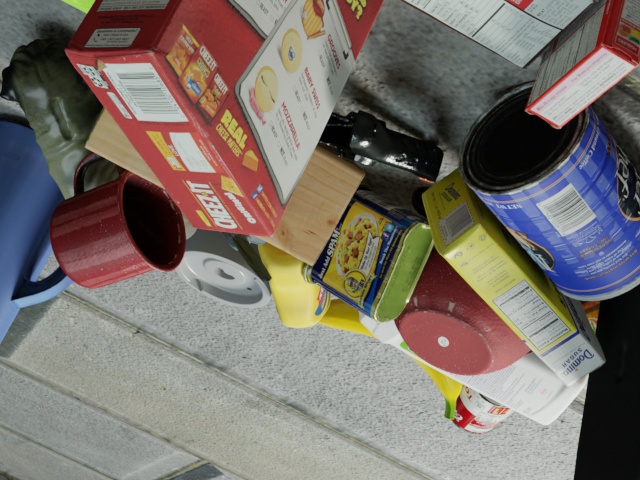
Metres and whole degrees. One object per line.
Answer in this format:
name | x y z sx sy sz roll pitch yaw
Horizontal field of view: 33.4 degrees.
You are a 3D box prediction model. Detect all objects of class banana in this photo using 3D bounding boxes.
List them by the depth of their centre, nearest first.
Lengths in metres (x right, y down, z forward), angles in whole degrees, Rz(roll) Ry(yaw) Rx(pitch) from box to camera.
banana | 0.083 0.111 1.151 0.198 0.069 0.037 37 180 2

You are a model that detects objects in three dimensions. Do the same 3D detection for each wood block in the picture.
wood block | -0.079 -0.073 0.878 0.206 0.090 0.091 28 -172 -13

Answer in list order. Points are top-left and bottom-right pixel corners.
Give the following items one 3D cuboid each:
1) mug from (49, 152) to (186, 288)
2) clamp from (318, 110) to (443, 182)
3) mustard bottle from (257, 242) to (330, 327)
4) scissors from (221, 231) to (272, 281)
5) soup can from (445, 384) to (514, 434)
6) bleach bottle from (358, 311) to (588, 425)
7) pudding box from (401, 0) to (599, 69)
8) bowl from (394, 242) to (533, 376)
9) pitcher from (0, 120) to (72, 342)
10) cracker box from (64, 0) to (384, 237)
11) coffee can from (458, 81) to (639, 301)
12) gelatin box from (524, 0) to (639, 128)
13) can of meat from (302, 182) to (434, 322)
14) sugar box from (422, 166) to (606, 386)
mug | -0.177 -0.019 0.902 0.082 0.117 0.093 -18 179 24
clamp | 0.034 -0.075 0.795 0.209 0.036 0.165 15 -175 -42
mustard bottle | -0.022 0.032 1.049 0.058 0.096 0.191 -2 149 4
scissors | -0.056 0.001 0.884 0.096 0.016 0.202 21 -168 -39
soup can | 0.184 0.167 1.176 0.068 0.068 0.102 21 152 0
bleach bottle | 0.141 0.095 1.085 0.251 0.068 0.103 26 137 1
pudding box | 0.110 -0.167 0.674 0.113 0.039 0.090 29 152 -10
bowl | 0.124 0.074 0.975 0.162 0.055 0.162 22 145 16
pitcher | -0.328 0.012 1.071 0.144 0.242 0.149 36 150 -29
cracker box | -0.047 -0.135 0.650 0.072 0.213 0.164 6 148 29
coffee can | 0.181 -0.035 0.787 0.103 0.102 0.140 -7 141 42
gelatin box | 0.171 -0.122 0.673 0.030 0.073 0.089 27 152 -10
can of meat | 0.044 0.011 0.939 0.084 0.102 0.057 31 -164 33
sugar box | 0.156 0.029 0.855 0.048 0.093 0.176 -39 117 19
